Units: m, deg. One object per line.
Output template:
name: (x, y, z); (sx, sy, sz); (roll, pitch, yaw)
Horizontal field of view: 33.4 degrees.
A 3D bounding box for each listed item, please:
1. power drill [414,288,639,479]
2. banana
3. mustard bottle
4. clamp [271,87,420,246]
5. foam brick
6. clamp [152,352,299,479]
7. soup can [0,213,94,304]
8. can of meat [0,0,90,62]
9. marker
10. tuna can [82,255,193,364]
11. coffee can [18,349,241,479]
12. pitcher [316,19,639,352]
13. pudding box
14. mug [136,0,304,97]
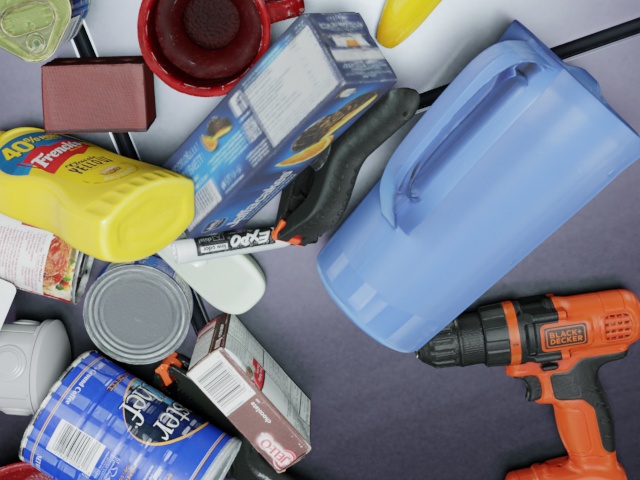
power drill: (0.176, 0.136, 0.876); (0.184, 0.057, 0.187); (-8, 107, 3)
banana: (0.123, -0.209, 0.778); (0.198, 0.037, 0.069); (-23, 105, 7)
mustard bottle: (-0.191, -0.043, 0.788); (0.192, 0.096, 0.058); (20, 123, 31)
clamp: (0.015, -0.064, 0.785); (0.039, 0.120, 0.171); (15, 108, -22)
foam brick: (-0.166, -0.111, 0.804); (0.078, 0.053, 0.051); (-2, 108, 0)
clamp: (-0.075, 0.188, 0.903); (0.165, 0.036, 0.210); (-16, 104, 14)
soup can: (-0.232, 0.006, 0.834); (0.102, 0.068, 0.068); (14, 107, -3)
can of meat: (-0.222, -0.177, 0.767); (0.102, 0.084, 0.057); (28, 105, -8)
marker: (-0.055, 0.001, 0.835); (0.121, 0.020, 0.020); (-9, 109, -21)
tuna can: (-0.147, 0.055, 0.866); (0.086, 0.033, 0.086); (0, 108, 0)
coffee can: (-0.148, 0.165, 0.837); (0.140, 0.102, 0.103); (30, 106, 6)
pitcher: (0.105, -0.036, 0.783); (0.149, 0.145, 0.243); (40, 107, -11)
pudding box: (-0.054, 0.119, 0.857); (0.039, 0.090, 0.113); (-37, 103, 9)
mug: (-0.069, -0.159, 0.772); (0.117, 0.081, 0.093); (-15, 107, 5)
